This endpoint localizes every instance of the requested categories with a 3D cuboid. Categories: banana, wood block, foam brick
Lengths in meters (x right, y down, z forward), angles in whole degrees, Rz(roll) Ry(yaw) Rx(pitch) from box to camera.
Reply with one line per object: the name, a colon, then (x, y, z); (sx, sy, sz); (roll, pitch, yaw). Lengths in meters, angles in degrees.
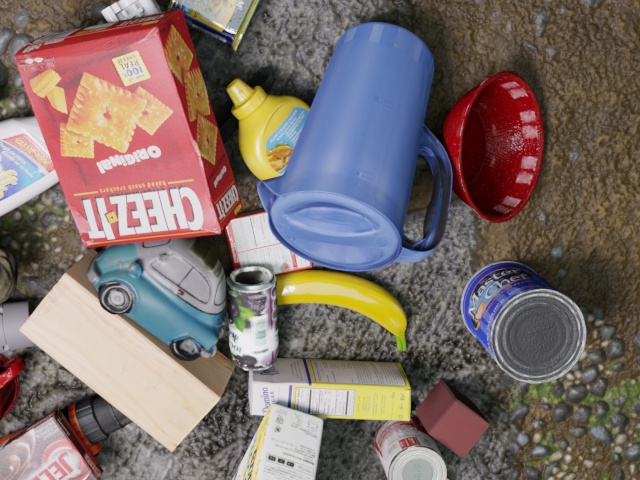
banana: (0.019, 0.069, 1.203); (0.197, 0.037, 0.070); (19, 99, -8)
wood block: (-0.205, 0.117, 1.150); (0.206, 0.090, 0.090); (40, 107, -6)
foam brick: (0.150, 0.203, 1.221); (0.053, 0.078, 0.051); (38, 94, -11)

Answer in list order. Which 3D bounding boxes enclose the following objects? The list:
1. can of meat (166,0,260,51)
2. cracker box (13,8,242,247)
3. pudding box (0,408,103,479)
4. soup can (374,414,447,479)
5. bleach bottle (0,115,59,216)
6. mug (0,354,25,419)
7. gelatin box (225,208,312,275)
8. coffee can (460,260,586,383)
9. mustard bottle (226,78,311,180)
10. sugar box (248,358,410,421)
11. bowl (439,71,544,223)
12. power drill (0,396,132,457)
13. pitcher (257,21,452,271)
can of meat: (-0.104, -0.263, 1.117); (0.084, 0.057, 0.102); (25, 97, -7)
cracker box: (-0.187, -0.105, 1.051); (0.164, 0.072, 0.213); (-5, 115, 22)
pudding box: (-0.306, 0.249, 1.156); (0.113, 0.039, 0.090); (-32, 99, 5)
soup can: (0.101, 0.246, 1.212); (0.068, 0.102, 0.068); (-1, 101, -5)
bleach bottle: (-0.339, -0.084, 1.130); (0.251, 0.068, 0.102); (-30, 102, -1)
mug: (-0.373, 0.166, 1.165); (0.117, 0.081, 0.093); (-31, 102, 1)
gelatin box: (-0.058, 0.001, 1.187); (0.089, 0.030, 0.073); (-12, 101, -3)
coffee can: (0.219, 0.086, 1.172); (0.102, 0.140, 0.103); (-1, 101, -5)
mustard bottle: (-0.031, -0.096, 1.134); (0.191, 0.058, 0.096); (48, 64, -21)
sugar box: (0.008, 0.165, 1.193); (0.176, 0.093, 0.048); (1, 101, -4)
bowl: (0.176, -0.101, 1.151); (0.161, 0.055, 0.162); (-9, 103, -47)
power drill: (-0.253, 0.272, 1.211); (0.184, 0.057, 0.187); (-23, 99, 4)
pitcher: (0.050, -0.096, 1.076); (0.145, 0.242, 0.149); (-3, 143, 31)
